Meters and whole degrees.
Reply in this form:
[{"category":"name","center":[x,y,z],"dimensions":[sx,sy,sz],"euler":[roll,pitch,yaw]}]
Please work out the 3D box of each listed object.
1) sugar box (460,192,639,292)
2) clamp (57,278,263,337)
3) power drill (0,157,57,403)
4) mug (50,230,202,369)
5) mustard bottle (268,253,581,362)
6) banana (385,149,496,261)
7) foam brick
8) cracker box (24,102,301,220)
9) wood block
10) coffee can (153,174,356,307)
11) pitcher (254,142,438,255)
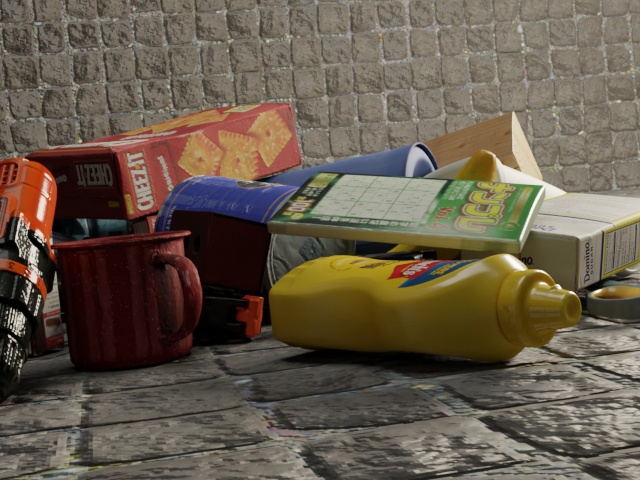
[{"category":"sugar box","center":[0.189,-0.001,0.808],"dimensions":[0.093,0.048,0.175],"euler":[8,17,38]},{"category":"clamp","center":[-0.124,0.049,0.809],"dimensions":[0.164,0.036,0.210],"euler":[6,-2,-37]},{"category":"power drill","center":[-0.250,0.040,0.644],"dimensions":[0.188,0.057,0.184],"euler":[-15,42,10]},{"category":"mug","center":[-0.119,0.038,0.699],"dimensions":[0.117,0.081,0.093],"euler":[-3,4,40]},{"category":"mustard bottle","center":[0.064,0.037,0.612],"dimensions":[0.096,0.058,0.192],"euler":[-8,5,-42]},{"category":"banana","center":[0.071,0.003,0.866],"dimensions":[0.198,0.069,0.037],"euler":[-32,-4,30]},{"category":"foam brick","center":[-0.078,0.007,0.787],"dimensions":[0.051,0.053,0.078],"euler":[12,-4,-29]},{"category":"cracker box","center":[-0.152,-0.079,1.038],"dimensions":[0.213,0.072,0.164],"euler":[-20,15,-41]},{"category":"wood block","center":[0.121,-0.049,1.130],"dimensions":[0.206,0.090,0.090],"euler":[-18,30,22]},{"category":"coffee can","center":[-0.056,0.001,0.890],"dimensions":[0.141,0.103,0.102],"euler":[9,13,43]},{"category":"pitcher","center":[-0.006,-0.011,1.031],"dimensions":[0.243,0.145,0.149],"euler":[-8,-38,23]}]
